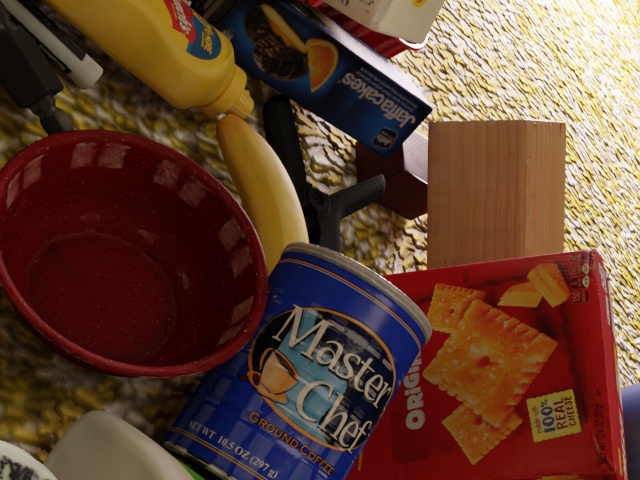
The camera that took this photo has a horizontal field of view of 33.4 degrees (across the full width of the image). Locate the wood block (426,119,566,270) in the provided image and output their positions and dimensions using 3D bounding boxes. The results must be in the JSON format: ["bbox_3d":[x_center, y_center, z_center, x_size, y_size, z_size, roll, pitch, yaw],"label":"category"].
[{"bbox_3d":[0.148,0.003,0.894,0.090,0.090,0.206,-6,98,-56],"label":"wood block"}]

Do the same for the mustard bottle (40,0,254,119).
[{"bbox_3d":[-0.114,-0.141,0.708,0.191,0.058,0.096,40,19,-36],"label":"mustard bottle"}]

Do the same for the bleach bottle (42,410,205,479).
[{"bbox_3d":[-0.040,0.186,0.597,0.068,0.103,0.250,-56,131,-11],"label":"bleach bottle"}]

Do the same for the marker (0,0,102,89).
[{"bbox_3d":[-0.182,-0.140,0.651,0.121,0.020,0.020,45,39,-29],"label":"marker"}]

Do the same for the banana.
[{"bbox_3d":[-0.038,0.008,0.710,0.069,0.037,0.198,12,65,-26],"label":"banana"}]

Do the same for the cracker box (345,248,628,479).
[{"bbox_3d":[0.082,0.097,0.690,0.072,0.214,0.164,62,28,-45],"label":"cracker box"}]

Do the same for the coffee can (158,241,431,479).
[{"bbox_3d":[-0.013,0.086,0.622,0.102,0.103,0.140,43,70,-31],"label":"coffee can"}]

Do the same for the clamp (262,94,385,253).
[{"bbox_3d":[-0.019,-0.034,0.798,0.120,0.039,0.171,39,41,-8],"label":"clamp"}]

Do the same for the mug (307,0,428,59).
[{"bbox_3d":[0.028,-0.189,0.915,0.117,0.082,0.093,-16,84,-56],"label":"mug"}]

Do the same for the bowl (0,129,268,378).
[{"bbox_3d":[-0.112,0.017,0.593,0.162,0.055,0.162,19,47,-21],"label":"bowl"}]

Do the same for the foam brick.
[{"bbox_3d":[0.073,-0.060,0.928,0.078,0.051,0.053,28,50,-43],"label":"foam brick"}]
